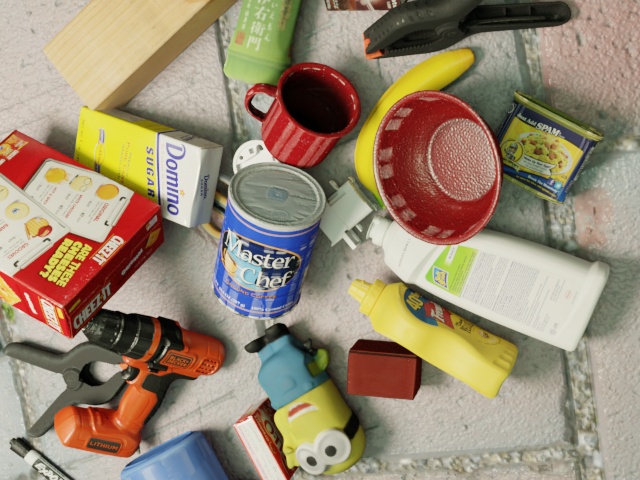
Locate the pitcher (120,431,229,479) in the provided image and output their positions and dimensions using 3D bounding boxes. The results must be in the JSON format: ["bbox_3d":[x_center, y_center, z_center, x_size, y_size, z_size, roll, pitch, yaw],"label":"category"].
[{"bbox_3d":[-0.124,0.346,1.246,0.145,0.149,0.243,-28,89,31],"label":"pitcher"}]

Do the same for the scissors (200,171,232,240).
[{"bbox_3d":[-0.163,-0.063,1.231,0.202,0.016,0.096,23,129,26],"label":"scissors"}]

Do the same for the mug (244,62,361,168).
[{"bbox_3d":[-0.026,-0.132,1.135,0.117,0.093,0.082,17,149,-14],"label":"mug"}]

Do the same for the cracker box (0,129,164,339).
[{"bbox_3d":[-0.304,-0.010,1.167,0.214,0.164,0.072,27,146,19],"label":"cracker box"}]

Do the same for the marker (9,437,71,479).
[{"bbox_3d":[-0.341,0.288,1.335,0.121,0.020,0.020,38,106,5],"label":"marker"}]

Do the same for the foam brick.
[{"bbox_3d":[0.073,0.144,1.193,0.078,0.053,0.051,4,100,14],"label":"foam brick"}]

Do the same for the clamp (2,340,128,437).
[{"bbox_3d":[-0.304,0.158,1.295,0.171,0.039,0.120,-24,98,10],"label":"clamp"}]

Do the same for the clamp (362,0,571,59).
[{"bbox_3d":[0.132,-0.229,1.077,0.210,0.164,0.036,-11,75,24],"label":"clamp"}]

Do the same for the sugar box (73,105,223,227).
[{"bbox_3d":[-0.197,-0.086,1.199,0.176,0.048,0.093,21,109,28],"label":"sugar box"}]

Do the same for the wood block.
[{"bbox_3d":[-0.191,-0.244,1.172,0.206,0.090,0.090,-40,88,17],"label":"wood block"}]

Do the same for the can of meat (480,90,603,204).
[{"bbox_3d":[0.229,-0.096,1.112,0.102,0.057,0.084,29,107,8],"label":"can of meat"}]

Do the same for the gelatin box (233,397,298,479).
[{"bbox_3d":[-0.058,0.233,1.229,0.030,0.073,0.089,-28,92,16],"label":"gelatin box"}]

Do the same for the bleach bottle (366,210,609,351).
[{"bbox_3d":[0.172,0.026,1.144,0.251,0.068,0.103,23,104,11],"label":"bleach bottle"}]

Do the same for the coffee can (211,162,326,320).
[{"bbox_3d":[-0.058,0.001,1.147,0.103,0.102,0.140,23,132,9],"label":"coffee can"}]

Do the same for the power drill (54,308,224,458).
[{"bbox_3d":[-0.226,0.163,1.222,0.184,0.057,0.188,22,118,-37],"label":"power drill"}]

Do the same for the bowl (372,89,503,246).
[{"bbox_3d":[0.132,-0.078,1.103,0.162,0.055,0.162,16,114,40],"label":"bowl"}]

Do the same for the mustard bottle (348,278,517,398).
[{"bbox_3d":[0.116,0.096,1.151,0.192,0.096,0.058,29,108,8],"label":"mustard bottle"}]

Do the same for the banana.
[{"bbox_3d":[0.089,-0.132,1.153,0.069,0.037,0.198,23,109,-21],"label":"banana"}]
